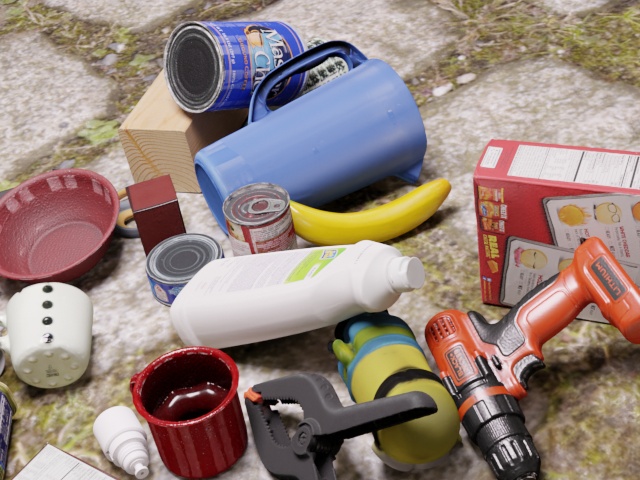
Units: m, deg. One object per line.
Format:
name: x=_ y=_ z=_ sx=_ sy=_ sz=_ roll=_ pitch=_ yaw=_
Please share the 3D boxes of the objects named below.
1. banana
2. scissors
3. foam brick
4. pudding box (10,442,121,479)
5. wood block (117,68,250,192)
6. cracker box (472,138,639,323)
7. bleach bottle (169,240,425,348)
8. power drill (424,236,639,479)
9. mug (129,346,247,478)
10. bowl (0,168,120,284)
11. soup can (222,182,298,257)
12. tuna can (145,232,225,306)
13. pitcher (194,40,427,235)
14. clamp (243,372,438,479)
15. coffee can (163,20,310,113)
banana: x=0.045 y=-0.027 z=1.133 sx=0.197 sy=0.070 sz=0.037 roll=-3 pitch=18 yaw=-12
scissors: x=-0.268 y=-0.016 z=1.232 sx=0.201 sy=0.016 sz=0.096 roll=-23 pitch=42 yaw=-11
foam brick: x=-0.177 y=-0.022 z=1.170 sx=0.051 sy=0.078 sz=0.053 roll=-17 pitch=41 yaw=-9
pudding box: x=-0.218 y=0.230 z=0.900 sx=0.114 sy=0.039 sz=0.089 roll=19 pitch=47 yaw=30
wood block: x=-0.159 y=-0.158 z=1.322 sx=0.090 sy=0.091 sz=0.206 roll=4 pitch=41 yaw=19
cracker box: x=0.254 y=-0.004 z=0.981 sx=0.214 sy=0.164 sz=0.072 roll=8 pitch=44 yaw=21
bleach bottle: x=-0.019 y=0.049 z=0.984 sx=0.251 sy=0.068 sz=0.102 roll=-9 pitch=31 yaw=39
power drill: x=0.193 y=0.097 z=0.905 sx=0.188 sy=0.057 sz=0.184 roll=-34 pitch=47 yaw=10
mug: x=-0.120 y=0.151 z=0.940 sx=0.117 sy=0.081 sz=0.093 roll=14 pitch=45 yaw=27
bowl: x=-0.291 y=-0.004 z=1.179 sx=0.162 sy=0.055 sz=0.162 roll=-8 pitch=48 yaw=9
soup can: x=-0.057 y=0.001 z=1.093 sx=0.068 sy=0.102 sz=0.068 roll=-6 pitch=39 yaw=5
tuna can: x=-0.142 y=0.030 z=1.132 sx=0.086 sy=0.034 sz=0.086 roll=-6 pitch=39 yaw=5
pitcher: x=-0.018 y=-0.107 z=1.191 sx=0.242 sy=0.145 sz=0.149 roll=-26 pitch=44 yaw=-15
clamp: x=-0.003 y=0.178 z=0.883 sx=0.210 sy=0.036 sz=0.164 roll=16 pitch=85 yaw=51
coffee can: x=-0.096 y=-0.203 z=1.239 sx=0.103 sy=0.103 sz=0.140 roll=26 pitch=26 yaw=37
